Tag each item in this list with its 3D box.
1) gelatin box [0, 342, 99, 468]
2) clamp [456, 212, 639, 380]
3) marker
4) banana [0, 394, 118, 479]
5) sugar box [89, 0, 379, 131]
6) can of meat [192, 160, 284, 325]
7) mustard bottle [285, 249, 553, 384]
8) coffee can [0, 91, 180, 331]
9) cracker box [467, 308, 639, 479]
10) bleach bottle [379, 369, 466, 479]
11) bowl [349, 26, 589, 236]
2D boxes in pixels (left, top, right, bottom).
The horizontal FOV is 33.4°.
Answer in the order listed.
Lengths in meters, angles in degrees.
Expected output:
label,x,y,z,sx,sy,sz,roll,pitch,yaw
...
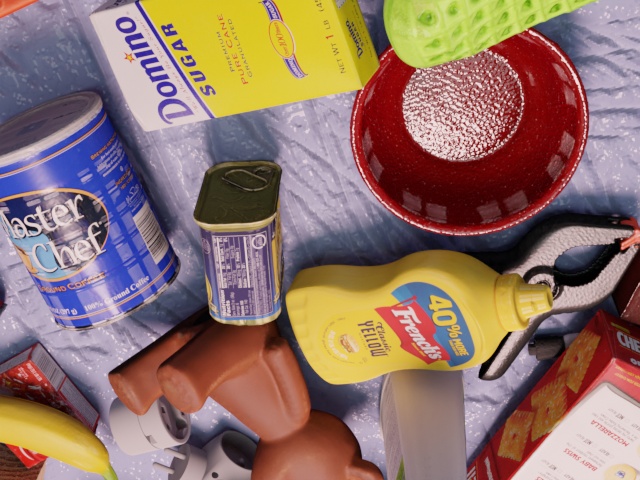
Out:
label,x,y,z,sx,sy,sz,roll,pitch,yaw
gelatin box,-0.239,0.139,0.889,0.073,0.030,0.089,-28,112,16
clamp,0.167,0.039,0.814,0.172,0.039,0.120,-19,117,17
marker,0.225,0.079,0.842,0.121,0.020,0.020,-8,116,7
banana,-0.254,0.155,0.859,0.197,0.037,0.070,17,116,-4
sugar box,-0.059,-0.132,0.706,0.176,0.048,0.093,-9,117,26
can of meat,-0.055,0.001,0.771,0.057,0.102,0.084,-2,119,3
mustard bottle,0.076,0.054,0.785,0.192,0.058,0.096,-10,118,27
coffee can,-0.175,-0.021,0.764,0.103,0.102,0.140,-18,115,11
cracker box,0.233,0.176,0.850,0.164,0.072,0.214,24,122,-11
bleach bottle,0.078,0.182,0.772,0.068,0.250,0.102,3,117,1
bowl,0.101,-0.086,0.744,0.162,0.055,0.162,1,117,2
